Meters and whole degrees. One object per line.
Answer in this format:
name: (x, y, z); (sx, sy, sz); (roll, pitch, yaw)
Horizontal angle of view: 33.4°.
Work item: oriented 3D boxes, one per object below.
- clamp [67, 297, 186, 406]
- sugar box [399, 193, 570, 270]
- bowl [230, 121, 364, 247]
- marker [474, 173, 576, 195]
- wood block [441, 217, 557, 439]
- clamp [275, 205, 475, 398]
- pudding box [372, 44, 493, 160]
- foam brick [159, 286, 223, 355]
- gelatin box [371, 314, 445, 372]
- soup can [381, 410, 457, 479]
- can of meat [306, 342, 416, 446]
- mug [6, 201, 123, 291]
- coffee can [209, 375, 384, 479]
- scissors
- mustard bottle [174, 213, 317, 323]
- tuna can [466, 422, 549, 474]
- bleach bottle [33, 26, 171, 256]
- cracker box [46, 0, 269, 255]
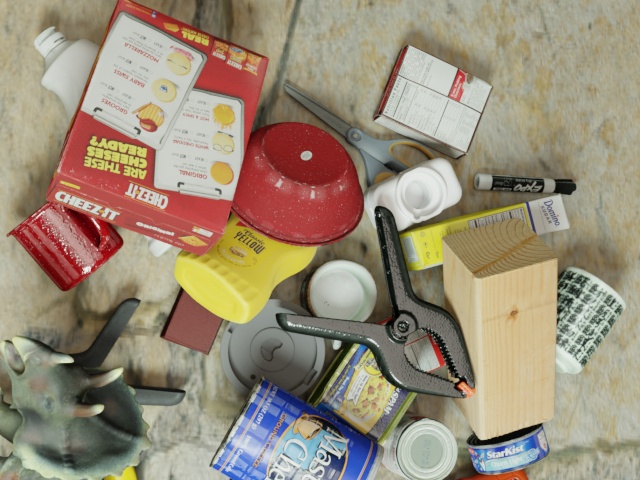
clamp: (-0.227, 0.152, 1.096); (0.171, 0.039, 0.120); (-35, 90, -6)
sugar box: (0.171, -0.009, 1.165); (0.176, 0.093, 0.048); (-17, 90, -14)
bowl: (-0.023, -0.071, 1.102); (0.162, 0.055, 0.162); (11, 48, -12)
marker: (0.236, -0.064, 1.221); (0.121, 0.020, 0.020); (3, 86, -13)
wood block: (0.188, 0.094, 1.116); (0.090, 0.090, 0.206); (-14, 122, -13)
clamp: (0.082, 0.078, 1.087); (0.210, 0.036, 0.164); (37, 79, -3)
pudding box: (0.126, -0.154, 1.192); (0.113, 0.039, 0.090); (23, 82, -8)
foam brick: (-0.128, 0.075, 1.114); (0.051, 0.053, 0.078); (24, 82, -10)
gelatin box: (0.082, 0.119, 1.170); (0.089, 0.030, 0.073); (-23, 92, -10)
soup can: (0.097, 0.217, 1.130); (0.068, 0.102, 0.068); (1, 86, -13)
can of meat: (0.046, 0.158, 1.112); (0.084, 0.057, 0.102); (37, 73, -5)
mug: (-0.246, -0.007, 1.065); (0.081, 0.117, 0.093); (52, 49, -10)
coffee can: (-0.023, 0.211, 1.044); (0.140, 0.103, 0.103); (31, 81, -1)
scissors: (0.038, -0.094, 1.180); (0.201, 0.016, 0.096); (20, 83, -10)
mustard bottle: (-0.057, 0.001, 1.106); (0.096, 0.058, 0.191); (32, 47, 17)
tuna can: (0.205, 0.224, 1.162); (0.086, 0.086, 0.034); (-17, 92, -13)
bleach bottle: (-0.210, -0.110, 1.103); (0.102, 0.068, 0.251); (-41, 94, -18)
cracker box: (-0.155, -0.112, 1.041); (0.164, 0.072, 0.213); (21, 60, -15)
